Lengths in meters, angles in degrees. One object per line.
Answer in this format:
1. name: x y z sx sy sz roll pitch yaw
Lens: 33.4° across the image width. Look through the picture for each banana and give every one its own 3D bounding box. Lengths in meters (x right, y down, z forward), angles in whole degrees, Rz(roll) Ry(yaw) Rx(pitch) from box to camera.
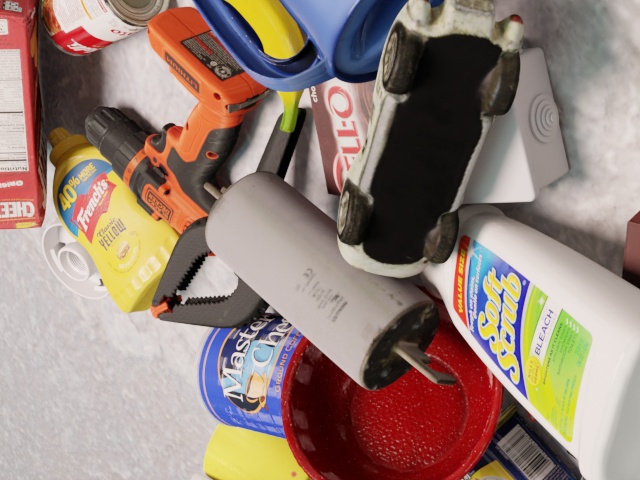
1. banana: -0.067 -0.171 0.801 0.070 0.037 0.198 -47 68 17

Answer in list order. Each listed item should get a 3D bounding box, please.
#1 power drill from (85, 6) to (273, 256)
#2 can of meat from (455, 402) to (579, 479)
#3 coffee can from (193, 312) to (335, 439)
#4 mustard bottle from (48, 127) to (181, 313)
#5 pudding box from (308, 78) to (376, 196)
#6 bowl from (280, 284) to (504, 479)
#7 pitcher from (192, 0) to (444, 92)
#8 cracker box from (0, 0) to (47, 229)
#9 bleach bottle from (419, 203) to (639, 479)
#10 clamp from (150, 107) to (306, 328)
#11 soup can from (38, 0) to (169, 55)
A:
1. power drill: -0.123 -0.100 0.898 0.184 0.057 0.188 41 139 16
2. can of meat: 0.136 0.182 0.789 0.084 0.057 0.102 48 138 13
3. coffee can: -0.022 0.112 0.876 0.141 0.102 0.103 3 114 45
4. mustard bottle: -0.198 -0.032 1.002 0.096 0.058 0.192 -46 72 23
5. pudding box: 0.038 -0.083 0.752 0.090 0.039 0.113 11 120 43
6. bowl: 0.056 0.115 0.762 0.162 0.162 0.055 31 171 31
7. pitcher: -0.017 -0.217 0.658 0.243 0.149 0.145 51 139 17
8. cracker box: -0.290 -0.141 0.980 0.164 0.072 0.214 -108 19 -53
9. bleach bottle: 0.126 0.046 0.662 0.251 0.068 0.103 -139 53 -58
10. clamp: -0.056 0.001 0.851 0.210 0.036 0.164 -22 91 24
11. soup can: -0.181 -0.199 0.891 0.102 0.068 0.068 -9 105 47
